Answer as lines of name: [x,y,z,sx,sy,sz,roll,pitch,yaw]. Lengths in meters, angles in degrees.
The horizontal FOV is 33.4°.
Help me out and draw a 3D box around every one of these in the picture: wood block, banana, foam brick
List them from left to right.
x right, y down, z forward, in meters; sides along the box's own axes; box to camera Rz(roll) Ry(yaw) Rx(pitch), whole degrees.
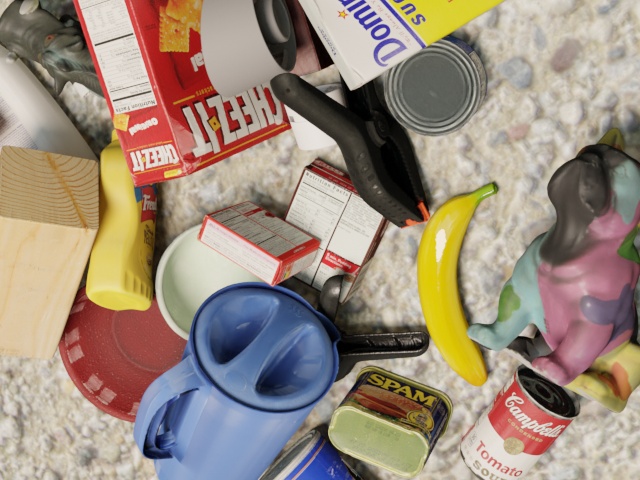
wood block: [-0.279,0.017,1.027,0.090,0.091,0.206,9,137,-22]
foam brick: [-0.024,-0.185,0.951,0.051,0.053,0.078,-12,103,25]
banana: [0.122,0.043,0.982,0.070,0.037,0.198,7,110,19]

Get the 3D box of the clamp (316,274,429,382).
clamp: [0.006,0.092,1.022,0.172,0.039,0.120,-27,117,35]

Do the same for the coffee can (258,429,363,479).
coffee can: [0.007,0.276,1.072,0.140,0.102,0.103,46,118,1]

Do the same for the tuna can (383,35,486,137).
tuna can: [0.101,-0.136,0.930,0.086,0.033,0.086,7,111,19]

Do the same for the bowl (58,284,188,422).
bowl: [-0.192,0.108,1.118,0.162,0.055,0.162,7,111,19]

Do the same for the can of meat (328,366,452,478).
can of meat: [0.066,0.174,1.024,0.102,0.083,0.057,20,114,14]

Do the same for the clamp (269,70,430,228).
clamp: [0.032,-0.093,0.916,0.036,0.164,0.210,-16,112,32]

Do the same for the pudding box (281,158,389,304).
pudding box: [0.010,-0.008,1.008,0.090,0.039,0.114,29,115,11]

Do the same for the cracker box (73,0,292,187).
cracker box: [-0.118,-0.174,0.925,0.072,0.163,0.214,-7,105,37]

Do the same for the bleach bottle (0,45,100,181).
bleach bottle: [-0.315,-0.138,1.077,0.103,0.068,0.251,-30,93,28]

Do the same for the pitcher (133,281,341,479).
pitcher: [-0.091,0.159,0.996,0.149,0.145,0.243,21,138,-6]

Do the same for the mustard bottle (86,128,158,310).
mustard bottle: [-0.187,-0.033,1.032,0.058,0.096,0.191,-1,75,8]

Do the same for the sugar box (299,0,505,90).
sugar box: [0.079,-0.205,0.861,0.176,0.048,0.093,-32,96,-7]

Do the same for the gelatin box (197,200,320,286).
gelatin box: [-0.057,0.001,0.975,0.089,0.073,0.030,30,116,19]

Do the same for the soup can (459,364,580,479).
soup can: [0.183,0.173,0.987,0.068,0.068,0.102,35,118,6]
